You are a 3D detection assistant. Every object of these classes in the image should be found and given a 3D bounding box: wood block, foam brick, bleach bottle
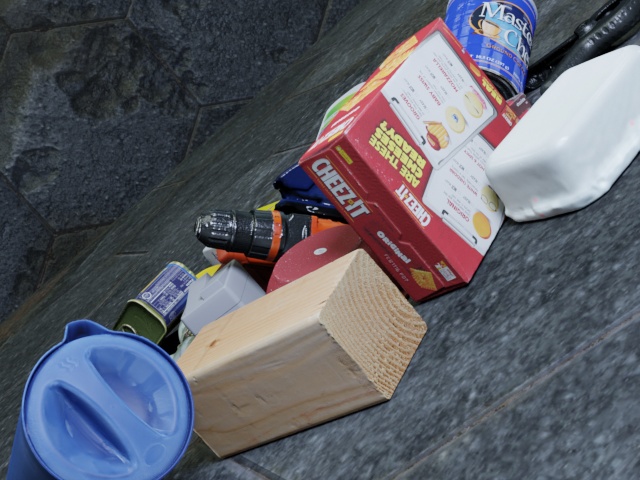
[{"bbox_3d":[-0.026,0.097,0.879,0.207,0.090,0.090,-27,19,42],"label":"wood block"},{"bbox_3d":[-0.085,0.040,1.298,0.078,0.051,0.053,-28,19,41],"label":"foam brick"},{"bbox_3d":[0.036,-0.142,1.537,0.103,0.068,0.250,-34,17,24],"label":"bleach bottle"}]

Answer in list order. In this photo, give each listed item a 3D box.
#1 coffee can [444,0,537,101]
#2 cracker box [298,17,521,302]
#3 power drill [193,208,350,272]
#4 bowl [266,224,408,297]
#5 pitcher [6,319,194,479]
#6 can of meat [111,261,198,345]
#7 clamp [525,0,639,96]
[{"bbox_3d":[0.178,-0.201,1.167,0.103,0.102,0.140,-26,37,45],"label":"coffee can"},{"bbox_3d":[0.095,-0.075,0.942,0.072,0.164,0.213,-29,17,44],"label":"cracker box"},{"bbox_3d":[-0.058,0.001,1.146,0.188,0.184,0.057,175,103,-73],"label":"power drill"},{"bbox_3d":[0.009,0.033,0.986,0.162,0.055,0.162,-23,22,10],"label":"bowl"},{"bbox_3d":[-0.198,0.189,0.908,0.243,0.145,0.149,-52,11,56],"label":"pitcher"},{"bbox_3d":[-0.193,0.083,1.269,0.083,0.057,0.102,-49,-1,-42],"label":"can of meat"},{"bbox_3d":[0.286,-0.209,1.129,0.172,0.039,0.120,-43,18,20],"label":"clamp"}]
